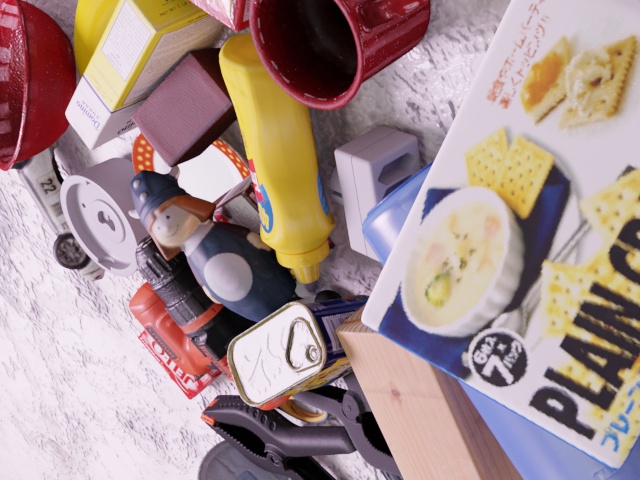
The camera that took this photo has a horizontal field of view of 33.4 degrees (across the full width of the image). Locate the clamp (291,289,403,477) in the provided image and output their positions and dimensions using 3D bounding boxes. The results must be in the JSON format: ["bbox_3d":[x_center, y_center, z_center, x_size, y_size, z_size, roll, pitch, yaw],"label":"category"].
[{"bbox_3d":[0.035,0.123,0.881,0.172,0.039,0.120,36,134,36],"label":"clamp"}]

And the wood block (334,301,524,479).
[{"bbox_3d":[0.106,0.133,0.797,0.091,0.090,0.206,-3,117,50],"label":"wood block"}]

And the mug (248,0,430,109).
[{"bbox_3d":[0.023,-0.142,0.665,0.117,0.081,0.093,-9,113,50],"label":"mug"}]

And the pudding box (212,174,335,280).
[{"bbox_3d":[-0.056,0.001,0.889,0.090,0.039,0.114,47,141,-11],"label":"pudding box"}]

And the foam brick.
[{"bbox_3d":[-0.098,-0.104,0.830,0.078,0.053,0.051,-42,87,24],"label":"foam brick"}]

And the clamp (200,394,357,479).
[{"bbox_3d":[-0.027,0.210,1.037,0.210,0.036,0.164,16,137,36],"label":"clamp"}]

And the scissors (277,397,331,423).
[{"bbox_3d":[-0.064,0.141,1.049,0.202,0.016,0.096,-3,120,48],"label":"scissors"}]

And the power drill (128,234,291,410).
[{"bbox_3d":[-0.115,0.069,0.957,0.184,0.057,0.188,52,163,-14],"label":"power drill"}]

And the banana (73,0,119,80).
[{"bbox_3d":[-0.176,-0.175,0.894,0.069,0.037,0.198,48,144,7],"label":"banana"}]

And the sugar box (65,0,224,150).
[{"bbox_3d":[-0.131,-0.143,0.823,0.048,0.093,0.177,54,143,2],"label":"sugar box"}]

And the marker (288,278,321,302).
[{"bbox_3d":[-0.041,0.050,0.947,0.121,0.020,0.020,-20,104,52],"label":"marker"}]

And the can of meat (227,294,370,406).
[{"bbox_3d":[-0.008,0.084,0.834,0.102,0.083,0.057,-35,71,39],"label":"can of meat"}]

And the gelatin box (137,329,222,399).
[{"bbox_3d":[-0.142,0.115,1.102,0.089,0.030,0.073,50,144,4],"label":"gelatin box"}]

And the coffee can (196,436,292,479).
[{"bbox_3d":[-0.086,0.285,1.121,0.103,0.102,0.140,38,142,19],"label":"coffee can"}]

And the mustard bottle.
[{"bbox_3d":[-0.026,-0.054,0.787,0.096,0.058,0.191,-114,11,-62],"label":"mustard bottle"}]

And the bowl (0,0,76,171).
[{"bbox_3d":[-0.260,-0.143,0.963,0.162,0.055,0.162,5,96,61],"label":"bowl"}]
